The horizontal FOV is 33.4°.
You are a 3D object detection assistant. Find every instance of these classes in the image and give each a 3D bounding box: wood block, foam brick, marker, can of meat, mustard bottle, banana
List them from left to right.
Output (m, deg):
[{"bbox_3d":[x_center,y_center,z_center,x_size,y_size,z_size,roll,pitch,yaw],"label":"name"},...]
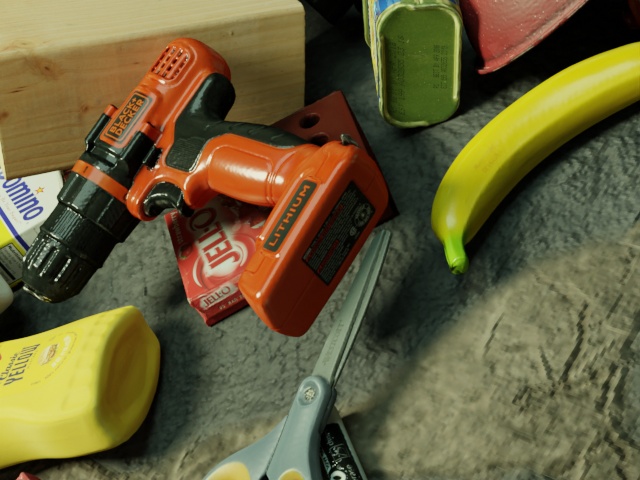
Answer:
[{"bbox_3d":[-0.195,0.099,0.642,0.192,0.058,0.096,-16,32,19],"label":"mustard bottle"},{"bbox_3d":[-0.121,-0.117,0.717,0.205,0.090,0.091,-14,39,-19],"label":"wood block"},{"bbox_3d":[0.008,-0.045,0.660,0.053,0.051,0.078,-27,42,6],"label":"foam brick"},{"bbox_3d":[0.018,0.127,0.516,0.020,0.020,0.121,-30,42,3],"label":"marker"},{"bbox_3d":[0.058,-0.135,0.677,0.057,0.102,0.084,-6,48,1],"label":"can of meat"},{"bbox_3d":[0.128,-0.056,0.611,0.197,0.037,0.070,-43,48,-10],"label":"banana"}]

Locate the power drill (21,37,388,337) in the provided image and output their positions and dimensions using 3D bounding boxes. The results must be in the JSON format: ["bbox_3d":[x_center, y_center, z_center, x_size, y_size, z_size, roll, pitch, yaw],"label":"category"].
[{"bbox_3d":[-0.070,-0.018,0.605,0.188,0.057,0.184,27,81,34],"label":"power drill"}]

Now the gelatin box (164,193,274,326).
[{"bbox_3d":[-0.054,0.001,0.671,0.073,0.030,0.089,-29,42,5],"label":"gelatin box"}]

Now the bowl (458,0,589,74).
[{"bbox_3d":[0.136,-0.177,0.647,0.162,0.055,0.162,-44,11,11],"label":"bowl"}]

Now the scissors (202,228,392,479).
[{"bbox_3d":[-0.019,0.089,0.550,0.096,0.016,0.201,-8,58,36],"label":"scissors"}]

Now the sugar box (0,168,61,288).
[{"bbox_3d":[-0.255,0.005,0.778,0.176,0.048,0.093,-32,41,2],"label":"sugar box"}]
